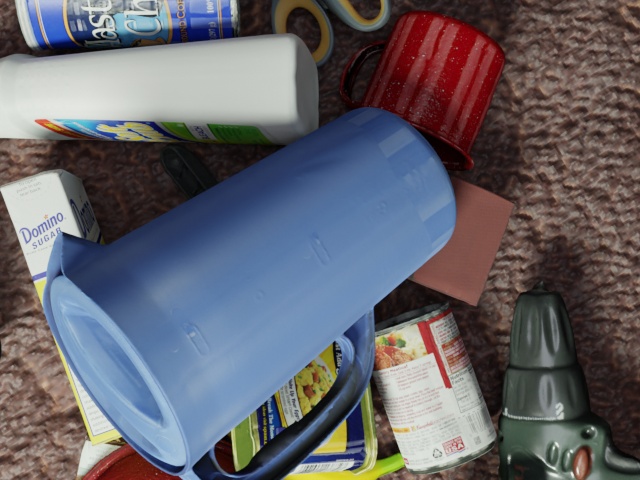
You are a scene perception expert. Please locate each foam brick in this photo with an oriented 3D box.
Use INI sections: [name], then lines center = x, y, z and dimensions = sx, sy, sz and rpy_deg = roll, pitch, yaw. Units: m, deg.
[foam brick]
center = 0.095, 0.000, 0.746
dimensions = 0.051, 0.053, 0.078
rpy_deg = 21, 89, -2

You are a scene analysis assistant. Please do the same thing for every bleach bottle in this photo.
[bleach bottle]
center = -0.132, -0.096, 0.723
dimensions = 0.251, 0.102, 0.068
rpy_deg = -1, 84, 9

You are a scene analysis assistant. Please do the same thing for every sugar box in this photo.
[sugar box]
center = -0.156, 0.042, 0.716
dimensions = 0.048, 0.093, 0.176
rpy_deg = -18, 90, -3

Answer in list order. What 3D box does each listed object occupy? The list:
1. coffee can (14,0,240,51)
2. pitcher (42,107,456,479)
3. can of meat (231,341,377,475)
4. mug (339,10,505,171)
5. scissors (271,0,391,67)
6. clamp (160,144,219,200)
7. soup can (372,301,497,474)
[coffee can]
center = -0.126, -0.180, 0.717
dimensions = 0.140, 0.103, 0.103
rpy_deg = -1, 89, -2
[pitcher]
center = -0.028, 0.028, 0.645
dimensions = 0.242, 0.149, 0.145
rpy_deg = -35, 52, -28
[can of meat]
center = -0.015, 0.106, 0.709
dimensions = 0.083, 0.058, 0.102
rpy_deg = 0, 70, -19
[mug]
center = 0.066, -0.106, 0.737
dimensions = 0.117, 0.093, 0.081
rpy_deg = 18, 82, 35
[scissors]
center = -0.038, -0.202, 0.761
dimensions = 0.202, 0.016, 0.096
rpy_deg = 40, 109, 14
[clamp]
center = -0.055, 0.001, 0.738
dimensions = 0.171, 0.039, 0.120
rpy_deg = 20, 57, -16
[soup can]
center = 0.074, 0.101, 0.735
dimensions = 0.068, 0.068, 0.102
rpy_deg = -20, 90, -2
